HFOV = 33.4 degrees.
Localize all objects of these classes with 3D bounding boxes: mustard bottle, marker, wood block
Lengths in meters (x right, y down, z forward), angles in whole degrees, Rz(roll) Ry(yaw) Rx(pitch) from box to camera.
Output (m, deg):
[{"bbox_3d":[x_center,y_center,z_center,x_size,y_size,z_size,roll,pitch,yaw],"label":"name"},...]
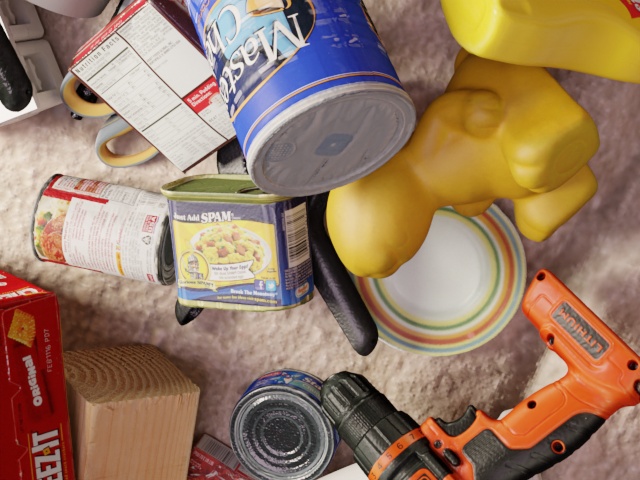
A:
[{"bbox_3d":[0.172,-0.139,0.658,0.191,0.096,0.058,6,134,-20],"label":"mustard bottle"},{"bbox_3d":[-0.155,-0.141,0.785,0.020,0.020,0.121,33,109,3],"label":"marker"},{"bbox_3d":[-0.164,0.194,0.819,0.090,0.090,0.206,31,116,50],"label":"wood block"}]

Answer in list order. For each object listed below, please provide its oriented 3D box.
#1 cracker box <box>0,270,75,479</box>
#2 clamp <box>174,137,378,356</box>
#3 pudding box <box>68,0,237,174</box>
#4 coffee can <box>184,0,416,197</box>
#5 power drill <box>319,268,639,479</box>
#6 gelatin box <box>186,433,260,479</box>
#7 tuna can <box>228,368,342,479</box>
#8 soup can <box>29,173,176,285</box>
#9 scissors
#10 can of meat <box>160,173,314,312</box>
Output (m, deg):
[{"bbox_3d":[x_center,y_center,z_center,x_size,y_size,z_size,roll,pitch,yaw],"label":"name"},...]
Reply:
[{"bbox_3d":[-0.261,0.101,0.790,0.214,0.071,0.164,13,111,49],"label":"cracker box"},{"bbox_3d":[-0.023,-0.019,0.769,0.165,0.036,0.210,14,105,22],"label":"clamp"},{"bbox_3d":[-0.099,-0.109,0.722,0.090,0.039,0.113,-29,118,35],"label":"pudding box"},{"bbox_3d":[-0.016,-0.112,0.640,0.103,0.102,0.140,-31,64,18],"label":"coffee can"},{"bbox_3d":[0.111,0.110,0.716,0.188,0.057,0.185,-46,65,4],"label":"power drill"},{"bbox_3d":[-0.074,0.209,0.849,0.089,0.030,0.073,30,109,5],"label":"gelatin box"},{"bbox_3d":[-0.026,0.144,0.819,0.086,0.033,0.086,3,105,13],"label":"tuna can"},{"bbox_3d":[-0.154,-0.008,0.793,0.102,0.068,0.068,11,106,10],"label":"soup can"},{"bbox_3d":[-0.106,-0.123,0.751,0.096,0.016,0.202,38,124,-22],"label":"scissors"},{"bbox_3d":[-0.055,0.001,0.735,0.102,0.057,0.084,3,106,26],"label":"can of meat"}]
